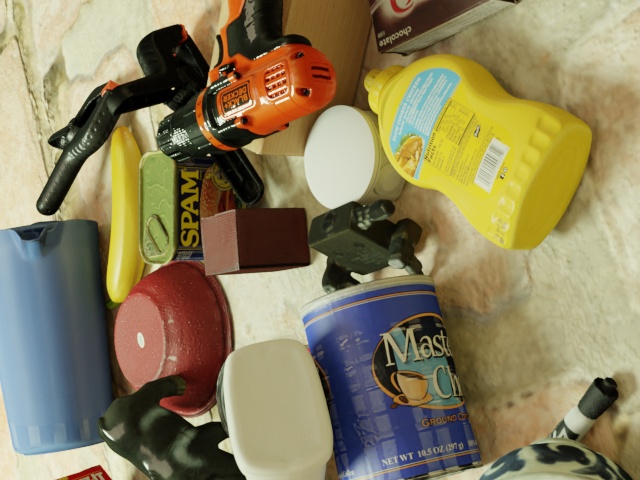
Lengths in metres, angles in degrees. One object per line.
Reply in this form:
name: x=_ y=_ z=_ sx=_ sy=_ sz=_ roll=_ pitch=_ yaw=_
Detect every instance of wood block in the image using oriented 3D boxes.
wood block: x=-0.021 y=-0.179 z=0.860 sx=0.090 sy=0.090 sz=0.206 roll=27 pitch=110 yaw=44

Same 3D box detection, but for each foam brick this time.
foam brick: x=-0.056 y=0.001 z=0.912 sx=0.053 sy=0.078 sz=0.051 roll=-11 pitch=84 yaw=48

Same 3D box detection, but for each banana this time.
banana: x=-0.205 y=-0.019 z=1.112 sx=0.070 sy=0.037 sz=0.198 roll=15 pitch=101 yaw=48

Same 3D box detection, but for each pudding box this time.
pudding box: x=0.084 y=-0.196 z=0.779 sx=0.114 sy=0.039 sz=0.090 roll=-20 pitch=76 yaw=47

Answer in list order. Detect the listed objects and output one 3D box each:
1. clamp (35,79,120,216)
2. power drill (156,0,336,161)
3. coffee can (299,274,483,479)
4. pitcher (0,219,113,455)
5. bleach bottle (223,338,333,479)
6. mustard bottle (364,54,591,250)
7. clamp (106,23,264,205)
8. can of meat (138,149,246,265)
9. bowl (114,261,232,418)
clamp: x=-0.260 y=-0.103 z=1.153 sx=0.172 sy=0.039 sz=0.120 roll=-38 pitch=44 yaw=44
power drill: x=-0.072 y=-0.163 z=0.807 sx=0.185 sy=0.057 sz=0.187 roll=-16 pitch=82 yaw=43
coffee can: x=0.050 y=0.106 z=0.773 sx=0.103 sy=0.102 sz=0.140 roll=-29 pitch=69 yaw=45
pitcher: x=-0.291 y=0.103 z=1.157 sx=0.145 sy=0.149 sz=0.243 roll=-12 pitch=84 yaw=33
bleach bottle: x=-0.028 y=0.175 z=0.813 sx=0.251 sy=0.068 sz=0.102 roll=88 pitch=170 yaw=-57
mustard bottle: x=0.095 y=-0.077 z=0.753 sx=0.192 sy=0.058 sz=0.096 roll=40 pitch=117 yaw=41
clamp: x=-0.130 y=-0.136 z=0.951 sx=0.036 sy=0.164 sz=0.210 roll=-40 pitch=43 yaw=21
can of meat: x=-0.116 y=-0.029 z=0.974 sx=0.058 sy=0.083 sz=0.102 roll=1 pitch=91 yaw=49
bowl: x=-0.154 y=0.095 z=1.042 sx=0.162 sy=0.055 sz=0.162 roll=1 pitch=91 yaw=48
